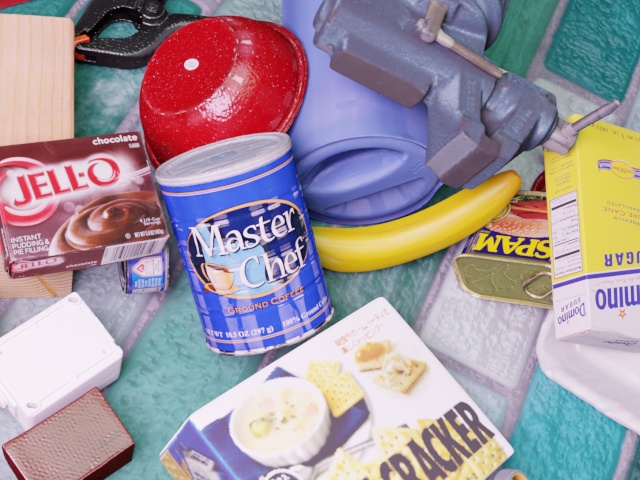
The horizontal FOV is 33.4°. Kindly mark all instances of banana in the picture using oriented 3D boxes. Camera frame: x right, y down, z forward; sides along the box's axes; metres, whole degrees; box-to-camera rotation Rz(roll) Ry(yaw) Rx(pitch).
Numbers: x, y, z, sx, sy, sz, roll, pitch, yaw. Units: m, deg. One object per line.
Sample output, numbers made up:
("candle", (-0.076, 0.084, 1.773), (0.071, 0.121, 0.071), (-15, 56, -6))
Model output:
("banana", (0.071, -0.010, 0.884), (0.197, 0.069, 0.037), (-14, 57, -3))

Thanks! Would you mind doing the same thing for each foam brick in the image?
("foam brick", (-0.178, 0.151, 0.759), (0.078, 0.051, 0.053), (-31, 75, -25))

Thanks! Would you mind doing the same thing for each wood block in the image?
("wood block", (-0.238, -0.067, 0.835), (0.090, 0.091, 0.206), (0, 63, -14))

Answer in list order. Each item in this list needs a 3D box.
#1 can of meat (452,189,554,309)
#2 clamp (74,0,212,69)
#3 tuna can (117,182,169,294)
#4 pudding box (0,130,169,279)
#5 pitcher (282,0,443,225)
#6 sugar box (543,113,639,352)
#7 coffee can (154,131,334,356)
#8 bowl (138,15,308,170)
("can of meat", (0.175, 0.005, 0.901), (0.102, 0.057, 0.083), (7, 51, 32))
("clamp", (-0.142, -0.195, 0.955), (0.171, 0.039, 0.120), (-38, 74, -20))
("tuna can", (-0.140, -0.001, 0.828), (0.033, 0.086, 0.086), (-5, 65, -15))
("pudding box", (-0.173, -0.026, 0.755), (0.113, 0.039, 0.090), (-9, 67, -25))
("pitcher", (0.016, -0.144, 0.922), (0.149, 0.145, 0.243), (23, 50, -39))
("sugar box", (0.226, -0.005, 0.844), (0.093, 0.048, 0.176), (10, 68, -30))
("coffee can", (-0.055, 0.001, 0.799), (0.102, 0.103, 0.140), (-22, 109, -23))
("bowl", (-0.093, -0.127, 0.870), (0.162, 0.055, 0.162), (-15, 57, 24))
